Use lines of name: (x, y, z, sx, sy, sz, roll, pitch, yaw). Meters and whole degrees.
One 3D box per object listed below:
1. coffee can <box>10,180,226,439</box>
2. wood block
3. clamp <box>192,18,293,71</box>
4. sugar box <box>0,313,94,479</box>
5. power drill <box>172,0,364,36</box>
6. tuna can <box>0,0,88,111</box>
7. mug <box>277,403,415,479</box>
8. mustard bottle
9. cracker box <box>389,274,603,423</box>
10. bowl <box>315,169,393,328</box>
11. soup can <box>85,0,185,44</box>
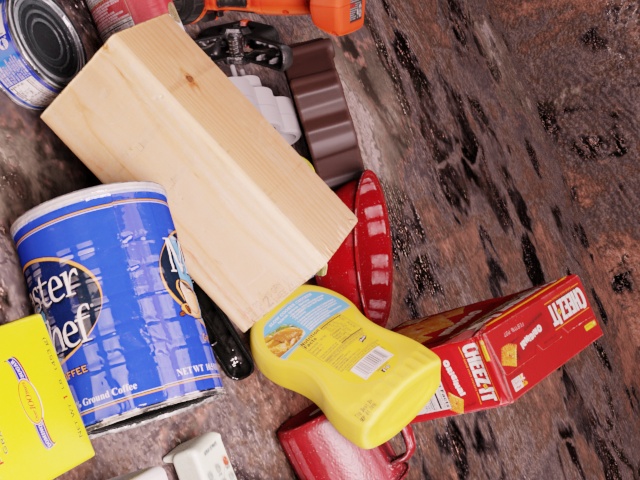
coffee can: (-0.129, 0.045, 0.678, 0.102, 0.103, 0.140, 5, 65, -65)
wood block: (-0.082, -0.050, 0.760, 0.206, 0.090, 0.090, 47, 28, -4)
clamp: (-0.091, -0.187, 1.026, 0.171, 0.120, 0.039, -108, -158, -72)
sugar box: (-0.195, 0.102, 0.550, 0.093, 0.048, 0.176, 68, 21, 0)
power drill: (-0.061, -0.225, 0.990, 0.184, 0.188, 0.057, -48, 143, -65)
tuna can: (-0.206, -0.139, 0.767, 0.086, 0.034, 0.086, 48, 29, -39)
mug: (0.025, 0.173, 0.896, 0.081, 0.117, 0.093, 61, 31, -2)
mustard bottle: (-0.001, 0.087, 0.880, 0.096, 0.192, 0.058, -38, 142, -28)
cracker box: (0.126, 0.107, 0.995, 0.163, 0.214, 0.072, -24, 92, -45)
bowl: (0.030, 0.012, 1.060, 0.162, 0.055, 0.162, -3, 90, -75)
soup can: (-0.149, -0.175, 0.888, 0.102, 0.069, 0.068, 67, 22, -3)
